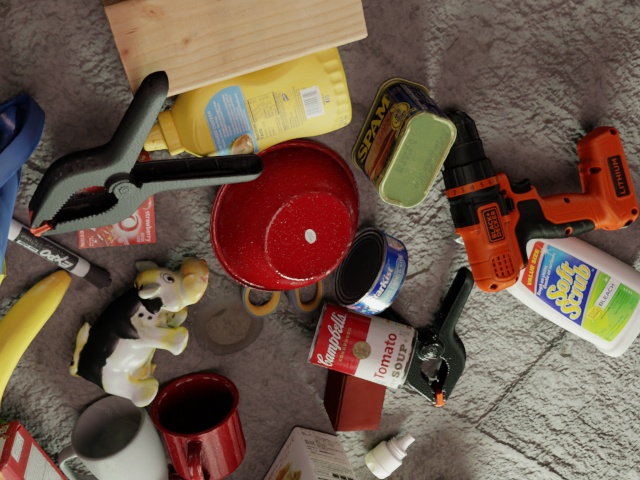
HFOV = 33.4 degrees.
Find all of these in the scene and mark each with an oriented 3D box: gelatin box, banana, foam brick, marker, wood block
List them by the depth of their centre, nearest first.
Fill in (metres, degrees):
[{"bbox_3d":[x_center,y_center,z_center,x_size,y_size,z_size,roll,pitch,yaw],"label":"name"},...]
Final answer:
[{"bbox_3d":[-0.075,-0.198,0.911,0.206,0.091,0.090,-18,122,-6],"label":"wood block"},{"bbox_3d":[-0.194,-0.039,1.001,0.073,0.030,0.089,-5,120,-14],"label":"gelatin box"},{"bbox_3d":[-0.251,0.013,1.021,0.121,0.020,0.020,33,105,-29],"label":"marker"},{"bbox_3d":[-0.306,0.112,1.044,0.037,0.069,0.198,34,111,11],"label":"banana"},{"bbox_3d":[0.038,0.163,1.170,0.051,0.053,0.078,0,120,-16],"label":"foam brick"}]

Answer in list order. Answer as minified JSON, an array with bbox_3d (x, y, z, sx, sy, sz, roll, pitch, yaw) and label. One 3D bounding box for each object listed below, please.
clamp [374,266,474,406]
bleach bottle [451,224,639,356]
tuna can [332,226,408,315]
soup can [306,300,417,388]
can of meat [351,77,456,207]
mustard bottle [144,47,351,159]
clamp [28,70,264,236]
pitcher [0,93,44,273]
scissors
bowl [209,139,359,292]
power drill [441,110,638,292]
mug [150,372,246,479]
[{"bbox_3d":[0.126,0.104,1.169,0.120,0.039,0.171,-18,123,8],"label":"clamp"},{"bbox_3d":[0.245,0.038,1.155,0.250,0.068,0.103,23,107,-24],"label":"bleach bottle"},{"bbox_3d":[0.050,0.032,1.080,0.033,0.086,0.086,25,109,-28],"label":"tuna can"},{"bbox_3d":[0.043,0.109,1.112,0.102,0.068,0.068,17,115,1],"label":"soup can"},{"bbox_3d":[0.079,-0.092,1.019,0.057,0.084,0.102,14,114,-23],"label":"can of meat"},{"bbox_3d":[-0.071,-0.120,0.974,0.191,0.058,0.096,-19,135,-5],"label":"mustard bottle"},{"bbox_3d":[-0.173,-0.064,0.923,0.210,0.036,0.164,-22,147,11],"label":"clamp"},{"bbox_3d":[-0.299,-0.033,0.849,0.144,0.243,0.149,5,110,-18],"label":"pitcher"},{"bbox_3d":[-0.057,0.001,1.072,0.096,0.016,0.201,-26,122,-2],"label":"scissors"},{"bbox_3d":[-0.023,-0.014,1.033,0.161,0.055,0.162,-11,116,-23],"label":"bowl"},{"bbox_3d":[0.215,-0.057,1.073,0.187,0.057,0.184,-16,93,-14],"label":"power drill"},{"bbox_3d":[-0.123,0.207,1.113,0.093,0.117,0.081,-9,126,2],"label":"mug"}]
